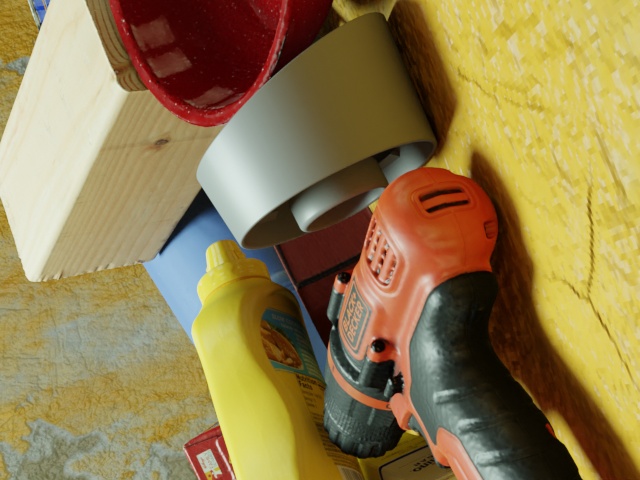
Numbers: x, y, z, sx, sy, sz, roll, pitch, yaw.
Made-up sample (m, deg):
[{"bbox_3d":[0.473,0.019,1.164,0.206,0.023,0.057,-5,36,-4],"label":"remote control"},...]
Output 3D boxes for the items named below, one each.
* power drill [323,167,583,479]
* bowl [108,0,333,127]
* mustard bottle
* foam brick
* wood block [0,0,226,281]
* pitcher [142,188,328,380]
[{"bbox_3d":[0.055,0.092,0.415,0.184,0.057,0.188,100,148,-52],"label":"power drill"},{"bbox_3d":[-0.038,-0.133,0.465,0.162,0.055,0.162,25,121,49],"label":"bowl"},{"bbox_3d":[-0.024,0.082,0.557,0.096,0.058,0.192,38,-153,-59],"label":"mustard bottle"},{"bbox_3d":[0.011,0.016,0.554,0.053,0.051,0.078,62,178,37],"label":"foam brick"},{"bbox_3d":[-0.118,-0.066,0.621,0.206,0.090,0.090,-48,60,50],"label":"wood block"},{"bbox_3d":[-0.055,0.001,0.736,0.149,0.145,0.243,50,180,-36],"label":"pitcher"}]
